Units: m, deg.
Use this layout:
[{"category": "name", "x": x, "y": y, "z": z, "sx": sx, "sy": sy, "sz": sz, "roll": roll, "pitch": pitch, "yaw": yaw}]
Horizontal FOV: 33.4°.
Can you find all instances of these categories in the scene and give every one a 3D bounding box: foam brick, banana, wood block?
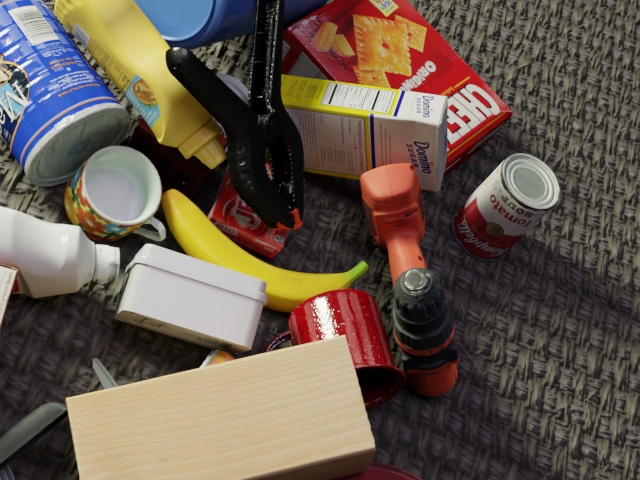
[{"category": "foam brick", "x": -0.133, "y": -0.085, "z": 0.986, "sx": 0.078, "sy": 0.053, "sz": 0.051, "roll": 33, "pitch": 52, "yaw": -2}, {"category": "banana", "x": -0.059, "y": 0.020, "z": 0.956, "sx": 0.197, "sy": 0.037, "sz": 0.069, "roll": 21, "pitch": 77, "yaw": -9}, {"category": "wood block", "x": -0.072, "y": 0.146, "z": 0.793, "sx": 0.206, "sy": 0.090, "sz": 0.091, "roll": -12, "pitch": 69, "yaw": -8}]

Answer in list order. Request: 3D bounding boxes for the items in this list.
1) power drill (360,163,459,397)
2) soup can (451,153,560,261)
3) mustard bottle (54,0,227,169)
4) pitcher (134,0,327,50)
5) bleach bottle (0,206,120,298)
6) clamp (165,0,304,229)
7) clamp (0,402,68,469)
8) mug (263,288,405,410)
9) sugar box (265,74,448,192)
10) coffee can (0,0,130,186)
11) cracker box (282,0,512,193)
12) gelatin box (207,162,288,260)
[{"category": "power drill", "x": 0.078, "y": 0.025, "z": 0.950, "sx": 0.057, "sy": 0.184, "sz": 0.187, "roll": -10, "pitch": 55, "yaw": 2}, {"category": "soup can", "x": 0.185, "y": -0.033, "z": 1.072, "sx": 0.068, "sy": 0.102, "sz": 0.068, "roll": 12, "pitch": 56, "yaw": -19}, {"category": "mustard bottle", "x": -0.146, "y": -0.141, "z": 0.915, "sx": 0.058, "sy": 0.096, "sz": 0.191, "roll": -40, "pitch": 96, "yaw": -19}, {"category": "pitcher", "x": -0.085, "y": -0.266, "z": 1.016, "sx": 0.149, "sy": 0.145, "sz": 0.242, "roll": 51, "pitch": 30, "yaw": -1}, {"category": "bleach bottle", "x": -0.281, "y": 0.002, "z": 0.829, "sx": 0.250, "sy": 0.103, "sz": 0.068, "roll": 7, "pitch": 59, "yaw": -20}, {"category": "clamp", "x": -0.061, "y": -0.099, "z": 0.918, "sx": 0.164, "sy": 0.036, "sz": 0.210, "roll": -38, "pitch": 122, "yaw": -51}, {"category": "clamp", "x": -0.238, "y": 0.185, "z": 0.730, "sx": 0.171, "sy": 0.039, "sz": 0.120, "roll": -14, "pitch": 62, "yaw": -28}, {"category": "mug", "x": 0.007, "y": 0.098, "z": 0.921, "sx": 0.117, "sy": 0.093, "sz": 0.081, "roll": -13, "pitch": 58, "yaw": -2}, {"category": "sugar box", "x": 0.031, "y": -0.102, "z": 1.006, "sx": 0.176, "sy": 0.093, "sz": 0.048, "roll": 8, "pitch": 52, "yaw": 11}, {"category": "coffee can", "x": -0.247, "y": -0.132, "z": 0.931, "sx": 0.102, "sy": 0.103, "sz": 0.140, "roll": -28, "pitch": 75, "yaw": -36}, {"category": "cracker box", "x": 0.074, "y": -0.161, "z": 1.121, "sx": 0.214, "sy": 0.072, "sz": 0.163, "roll": 48, "pitch": 53, "yaw": 8}, {"category": "gelatin box", "x": -0.062, "y": -0.034, "z": 1.002, "sx": 0.073, "sy": 0.030, "sz": 0.089, "roll": 24, "pitch": 52, "yaw": -9}]
